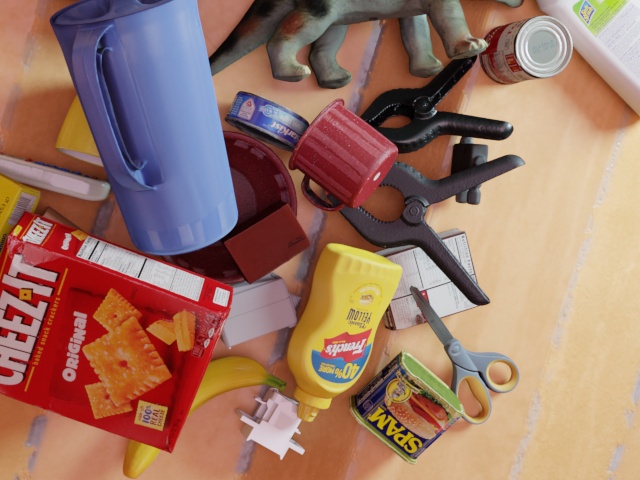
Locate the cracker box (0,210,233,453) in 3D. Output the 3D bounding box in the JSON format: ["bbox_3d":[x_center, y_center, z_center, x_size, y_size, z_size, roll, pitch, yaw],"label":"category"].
[{"bbox_3d":[-0.210,0.089,1.013,0.213,0.072,0.164,21,110,-7],"label":"cracker box"}]

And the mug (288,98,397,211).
[{"bbox_3d":[0.021,-0.079,1.118,0.081,0.093,0.117,38,123,10],"label":"mug"}]

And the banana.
[{"bbox_3d":[-0.137,0.178,1.147,0.198,0.037,0.070,-31,57,-2],"label":"banana"}]

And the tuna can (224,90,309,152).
[{"bbox_3d":[-0.055,-0.125,1.123,0.086,0.086,0.034,25,88,-13],"label":"tuna can"}]

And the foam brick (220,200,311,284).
[{"bbox_3d":[-0.057,0.001,1.093,0.078,0.051,0.053,-31,101,-8],"label":"foam brick"}]

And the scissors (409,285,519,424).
[{"bbox_3d":[0.168,0.118,1.205,0.096,0.016,0.202,-25,114,-13],"label":"scissors"}]

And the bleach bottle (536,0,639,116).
[{"bbox_3d":[0.329,-0.249,1.206,0.250,0.068,0.102,44,84,-11],"label":"bleach bottle"}]

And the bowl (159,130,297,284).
[{"bbox_3d":[-0.108,-0.036,1.135,0.162,0.055,0.162,-1,95,-12],"label":"bowl"}]

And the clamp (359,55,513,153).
[{"bbox_3d":[0.122,-0.133,1.163,0.171,0.039,0.120,-27,56,-5],"label":"clamp"}]

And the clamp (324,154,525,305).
[{"bbox_3d":[0.111,-0.040,1.152,0.210,0.036,0.164,21,94,11],"label":"clamp"}]

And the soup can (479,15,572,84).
[{"bbox_3d":[0.223,-0.207,1.167,0.068,0.102,0.068,-1,95,-12],"label":"soup can"}]

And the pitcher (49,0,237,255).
[{"bbox_3d":[-0.158,-0.108,0.993,0.149,0.145,0.243,-25,117,-25],"label":"pitcher"}]

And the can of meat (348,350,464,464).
[{"bbox_3d":[0.097,0.184,1.185,0.102,0.057,0.084,41,105,-12],"label":"can of meat"}]

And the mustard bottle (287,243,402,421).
[{"bbox_3d":[0.015,0.103,1.138,0.096,0.058,0.192,14,100,-41],"label":"mustard bottle"}]

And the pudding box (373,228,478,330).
[{"bbox_3d":[0.118,0.044,1.200,0.113,0.039,0.090,-16,98,-12],"label":"pudding box"}]
